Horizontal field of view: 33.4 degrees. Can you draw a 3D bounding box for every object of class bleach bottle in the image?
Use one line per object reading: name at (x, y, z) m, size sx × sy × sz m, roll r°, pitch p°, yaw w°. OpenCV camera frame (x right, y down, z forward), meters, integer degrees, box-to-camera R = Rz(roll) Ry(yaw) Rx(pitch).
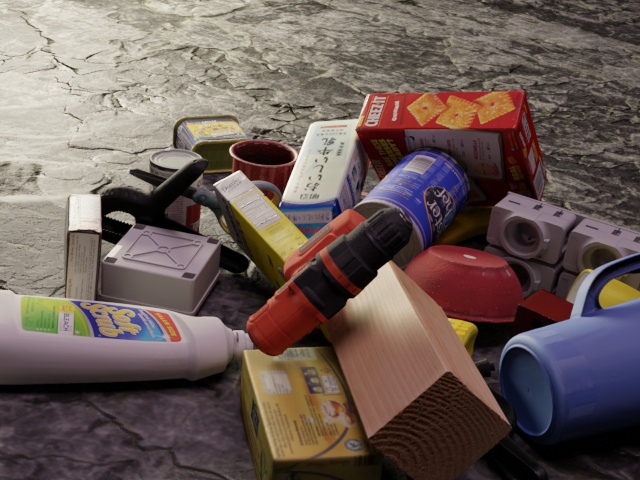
bleach bottle at (-0.194, 0.098, 1.056) m, size 0.250 × 0.068 × 0.102 m, roll 2°, pitch 27°, yaw -14°

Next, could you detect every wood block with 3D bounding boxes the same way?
wood block at (0.080, 0.116, 0.956) m, size 0.090 × 0.091 × 0.206 m, roll 42°, pitch 11°, yaw -24°

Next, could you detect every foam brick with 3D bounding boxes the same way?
foam brick at (0.236, 0.102, 1.131) m, size 0.053 × 0.078 × 0.051 m, roll 26°, pitch 31°, yaw 33°

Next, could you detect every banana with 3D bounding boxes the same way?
banana at (0.220, -0.019, 1.415) m, size 0.197 × 0.037 × 0.070 m, roll -5°, pitch 26°, yaw -22°

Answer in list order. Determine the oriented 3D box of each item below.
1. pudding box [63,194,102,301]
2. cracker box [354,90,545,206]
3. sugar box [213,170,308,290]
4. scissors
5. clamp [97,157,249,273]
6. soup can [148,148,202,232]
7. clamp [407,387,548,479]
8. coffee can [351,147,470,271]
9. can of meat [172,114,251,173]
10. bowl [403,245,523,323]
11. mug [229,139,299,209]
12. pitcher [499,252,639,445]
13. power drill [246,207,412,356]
pudding box at (-0.255, 0.019, 1.142) m, size 0.039 × 0.113 × 0.090 m, roll 1°, pitch 28°, yaw -14°
cracker box at (0.174, -0.119, 1.394) m, size 0.214 × 0.164 × 0.072 m, roll 3°, pitch 57°, yaw 27°
sugar box at (-0.058, 0.002, 1.225) m, size 0.048 × 0.093 × 0.176 m, roll -31°, pitch 43°, yaw -17°
scissors at (-0.125, -0.062, 1.280) m, size 0.201 × 0.096 × 0.016 m, roll 37°, pitch 21°, yaw -41°
clamp at (-0.195, -0.034, 1.243) m, size 0.210 × 0.164 × 0.036 m, roll 6°, pitch 43°, yaw 18°
soup can at (-0.181, -0.054, 1.318) m, size 0.068 × 0.102 × 0.068 m, roll 5°, pitch 26°, yaw -3°
clamp at (0.134, 0.182, 0.990) m, size 0.120 × 0.039 × 0.171 m, roll 2°, pitch 19°, yaw -3°
coffee can at (0.110, -0.038, 1.321) m, size 0.103 × 0.103 × 0.140 m, roll 20°, pitch 42°, yaw 24°
can of meat at (-0.154, -0.139, 1.547) m, size 0.102 × 0.057 × 0.084 m, roll -6°, pitch 31°, yaw -23°
bowl at (0.163, 0.044, 1.216) m, size 0.162 × 0.055 × 0.162 m, roll 9°, pitch 13°, yaw -2°
mug at (-0.084, -0.084, 1.424) m, size 0.093 × 0.081 × 0.117 m, roll -11°, pitch 31°, yaw -31°
pitcher at (0.301, 0.112, 1.054) m, size 0.242 × 0.145 × 0.149 m, roll -10°, pitch 40°, yaw -22°
power drill at (0.014, 0.022, 1.029) m, size 0.057 × 0.184 × 0.187 m, roll 50°, pitch 11°, yaw -4°
